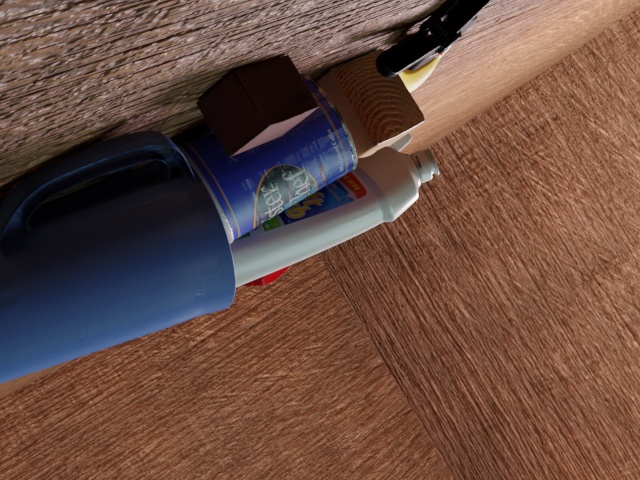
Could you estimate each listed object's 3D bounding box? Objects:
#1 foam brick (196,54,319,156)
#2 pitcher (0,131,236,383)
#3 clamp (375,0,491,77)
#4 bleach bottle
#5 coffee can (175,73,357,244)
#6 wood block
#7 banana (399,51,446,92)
[{"bbox_3d":[-0.050,-0.108,0.854,0.051,0.053,0.078,-32,178,37],"label":"foam brick"},{"bbox_3d":[-0.196,0.022,0.808,0.242,0.149,0.145,-21,-179,-25],"label":"pitcher"},{"bbox_3d":[0.130,-0.219,1.085,0.165,0.036,0.210,-38,180,10],"label":"clamp"},{"bbox_3d":[-0.009,-0.036,1.037,0.251,0.102,0.068,-22,139,-2],"label":"bleach bottle"},{"bbox_3d":[-0.052,-0.074,0.970,0.140,0.103,0.103,-31,178,-12],"label":"coffee can"},{"bbox_3d":[0.001,-0.108,1.147,0.090,0.091,0.207,-30,178,-42],"label":"wood block"},{"bbox_3d":[0.093,-0.196,1.229,0.070,0.037,0.197,-62,167,26],"label":"banana"}]
